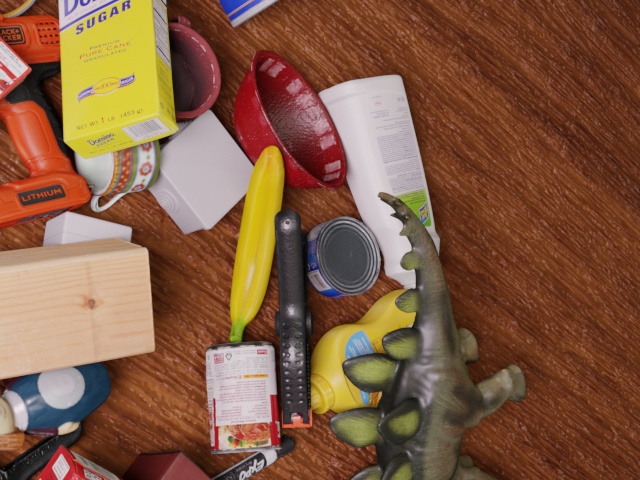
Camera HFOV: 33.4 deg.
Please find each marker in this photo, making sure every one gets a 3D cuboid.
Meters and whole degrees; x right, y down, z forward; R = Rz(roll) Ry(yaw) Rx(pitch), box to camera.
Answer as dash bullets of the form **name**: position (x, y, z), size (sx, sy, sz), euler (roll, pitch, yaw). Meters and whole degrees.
- **marker**: position (-0.071, 0.222, 1.043), size (0.120, 0.020, 0.020), euler (-24, 95, -38)

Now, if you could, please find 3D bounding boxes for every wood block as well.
- **wood block**: position (-0.249, 0.058, 0.869), size (0.205, 0.090, 0.091), euler (-7, 100, -28)

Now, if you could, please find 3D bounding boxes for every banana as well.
- **banana**: position (-0.061, 0.001, 1.052), size (0.037, 0.070, 0.198), euler (7, 102, -12)

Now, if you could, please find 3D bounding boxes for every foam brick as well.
- **foam brick**: position (-0.140, 0.225, 0.953), size (0.053, 0.078, 0.051), euler (48, 54, -19)

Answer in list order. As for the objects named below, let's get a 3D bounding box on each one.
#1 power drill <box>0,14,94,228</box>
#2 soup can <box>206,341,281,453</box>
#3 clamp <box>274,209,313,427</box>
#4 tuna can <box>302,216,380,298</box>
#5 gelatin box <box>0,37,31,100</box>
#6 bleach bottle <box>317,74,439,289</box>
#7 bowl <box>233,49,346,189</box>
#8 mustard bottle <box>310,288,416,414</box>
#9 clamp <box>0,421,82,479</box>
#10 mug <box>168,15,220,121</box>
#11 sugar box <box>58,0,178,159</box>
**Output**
- **power drill**: position (-0.288, -0.105, 0.931), size (0.184, 0.057, 0.187), euler (-15, 89, -37)
- **soup can**: position (-0.074, 0.152, 1.026), size (0.068, 0.069, 0.102), euler (4, 77, -36)
- **clamp**: position (-0.026, 0.074, 1.033), size (0.036, 0.164, 0.210), euler (-2, 76, 3)
- **tuna can**: position (0.021, 0.019, 1.150), size (0.086, 0.034, 0.086), euler (9, 74, -35)
- **gelatin box**: position (-0.296, -0.138, 0.882), size (0.073, 0.030, 0.089), euler (45, 60, -14)
- **bleach bottle**: position (0.075, -0.054, 1.190), size (0.102, 0.068, 0.251), euler (-15, 91, -41)
- **bowl**: position (-0.040, -0.112, 1.097), size (0.162, 0.055, 0.162), euler (46, 27, -32)
- **mustard bottle**: position (0.044, 0.130, 1.126), size (0.191, 0.058, 0.096), euler (-28, 104, -38)
- **clamp**: position (-0.268, 0.198, 0.889), size (0.120, 0.039, 0.171), euler (24, 63, -25)
- **mug**: position (-0.154, -0.163, 1.030), size (0.093, 0.082, 0.117), euler (23, 67, -31)
- **sugar box**: position (-0.182, -0.167, 0.945), size (0.048, 0.093, 0.176), euler (49, 29, -65)
